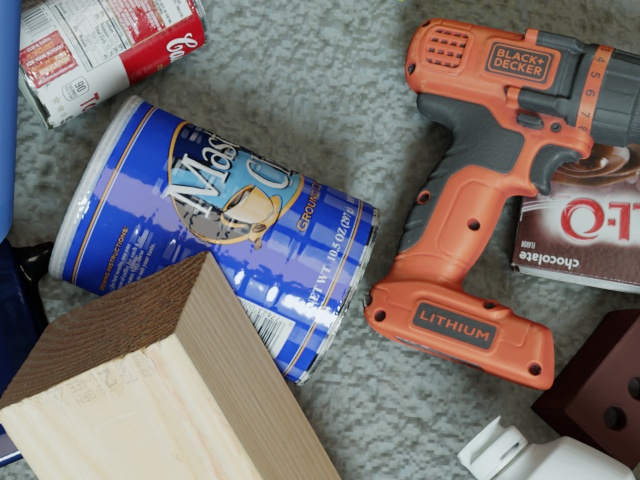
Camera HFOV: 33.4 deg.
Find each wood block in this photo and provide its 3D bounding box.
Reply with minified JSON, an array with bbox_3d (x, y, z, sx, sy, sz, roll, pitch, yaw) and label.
[{"bbox_3d":[-0.048,0.123,0.496,0.090,0.090,0.206,-24,109,13],"label":"wood block"}]

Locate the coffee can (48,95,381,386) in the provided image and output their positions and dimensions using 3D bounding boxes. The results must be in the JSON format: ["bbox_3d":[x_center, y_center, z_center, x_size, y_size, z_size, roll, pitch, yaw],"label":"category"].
[{"bbox_3d":[-0.054,0.001,0.552,0.140,0.103,0.103,25,79,-5],"label":"coffee can"}]

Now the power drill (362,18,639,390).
[{"bbox_3d":[0.114,-0.020,0.572,0.185,0.057,0.187,16,81,20],"label":"power drill"}]

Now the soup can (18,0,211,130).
[{"bbox_3d":[-0.120,-0.113,0.576,0.102,0.068,0.068,-32,88,-12],"label":"soup can"}]
